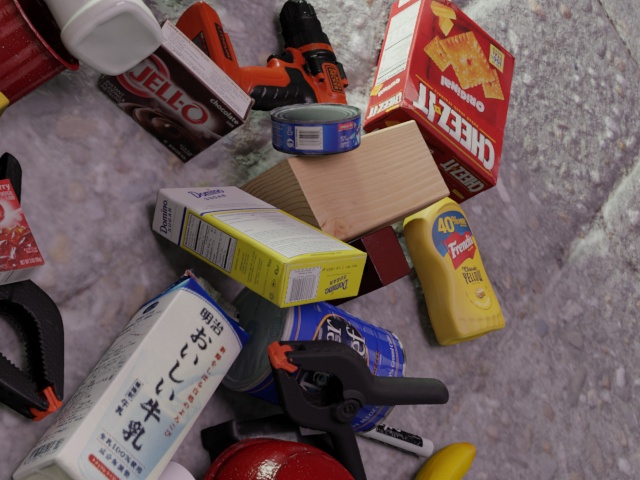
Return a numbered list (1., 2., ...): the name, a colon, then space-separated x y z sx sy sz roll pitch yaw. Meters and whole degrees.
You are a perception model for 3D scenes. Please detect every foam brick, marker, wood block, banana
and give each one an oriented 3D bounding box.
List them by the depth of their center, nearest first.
1. banana: 0.108 0.264 1.035 0.069 0.037 0.197 57 41 -33
2. marker: 0.062 0.188 1.037 0.121 0.020 0.020 25 54 -34
3. foam brick: 0.039 0.027 1.053 0.051 0.078 0.053 -21 86 -49
4. wood block: 0.025 -0.046 1.067 0.205 0.090 0.091 -23 86 -47

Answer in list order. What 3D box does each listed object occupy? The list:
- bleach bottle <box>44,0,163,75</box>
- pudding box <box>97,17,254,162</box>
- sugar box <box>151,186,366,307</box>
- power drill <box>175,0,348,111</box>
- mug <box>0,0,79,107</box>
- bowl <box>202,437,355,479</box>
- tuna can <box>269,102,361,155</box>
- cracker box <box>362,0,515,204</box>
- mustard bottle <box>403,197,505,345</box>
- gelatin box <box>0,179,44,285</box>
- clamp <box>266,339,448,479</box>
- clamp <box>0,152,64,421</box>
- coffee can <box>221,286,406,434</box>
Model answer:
1. bleach bottle: -0.225 -0.258 0.884 0.251 0.068 0.102 57 6 14
2. pudding box: -0.130 -0.133 0.959 0.113 0.090 0.039 40 46 -24
3. sugar box: -0.056 0.001 0.915 0.093 0.176 0.048 -5 112 -44
4. power drill: -0.055 -0.184 1.081 0.187 0.057 0.184 5 58 -42
5. mug: -0.251 -0.156 0.848 0.093 0.081 0.117 56 7 -21
6. bowl: -0.014 0.218 0.830 0.162 0.055 0.162 23 45 -26
7. tuna can: -0.004 -0.105 0.999 0.085 0.086 0.034 -22 117 -48
8. cracker box: 0.147 -0.177 1.266 0.164 0.072 0.213 35 50 -26
9. mustard bottle: 0.137 0.015 1.170 0.096 0.058 0.191 -6 74 -47
10. gelatin box: -0.253 -0.002 0.766 0.089 0.030 0.073 -13 72 -46
11. clamp: 0.029 0.128 0.891 0.120 0.039 0.171 -45 124 -3
12. clamp: -0.259 0.039 0.786 0.164 0.036 0.210 -17 78 -46
13. coffee can: -0.009 0.104 0.949 0.140 0.103 0.103 26 53 -33
